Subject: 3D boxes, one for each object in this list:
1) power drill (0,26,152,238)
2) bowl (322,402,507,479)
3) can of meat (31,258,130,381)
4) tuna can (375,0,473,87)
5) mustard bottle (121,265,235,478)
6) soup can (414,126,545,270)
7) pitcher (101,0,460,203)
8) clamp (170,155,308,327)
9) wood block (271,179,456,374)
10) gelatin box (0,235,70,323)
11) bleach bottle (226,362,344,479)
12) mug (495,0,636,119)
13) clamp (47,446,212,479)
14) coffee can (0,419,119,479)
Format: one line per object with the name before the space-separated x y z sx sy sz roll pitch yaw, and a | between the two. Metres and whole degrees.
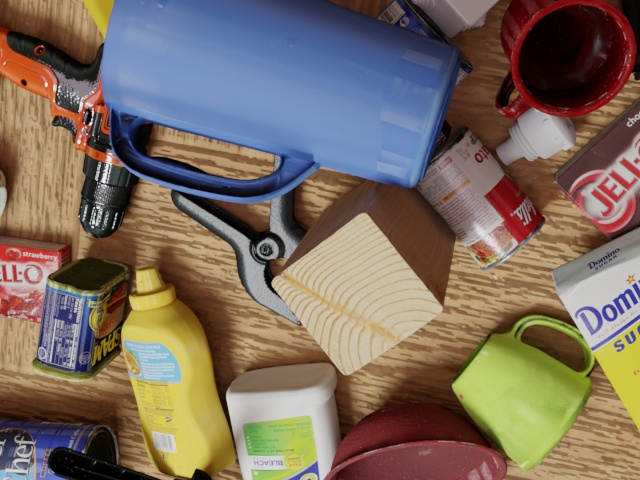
power drill | -0.239 -0.110 0.937 0.187 0.057 0.184 17 103 3
bowl | 0.078 0.186 0.930 0.162 0.055 0.162 -4 146 -3
can of meat | -0.212 0.067 0.954 0.057 0.102 0.084 13 104 7
tuna can | 0.082 -0.155 0.849 0.086 0.086 0.034 45 105 -3
mustard bottle | -0.136 0.116 0.967 0.096 0.058 0.191 0 107 46
soup can | 0.127 -0.035 0.882 0.069 0.068 0.102 -39 94 17
pitcher | -0.031 -0.112 0.779 0.243 0.144 0.149 18 128 6
clamp | -0.056 0.001 0.941 0.120 0.039 0.171 -14 102 20
wood block | 0.041 0.013 0.838 0.090 0.206 0.091 -37 96 17
gelatin box | -0.280 0.036 0.995 0.089 0.030 0.073 8 106 8
bleach bottle | -0.014 0.242 0.984 0.103 0.068 0.251 -7 105 15
mug | 0.179 -0.144 0.828 0.093 0.081 0.117 31 113 -17
clamp | -0.133 0.230 0.950 0.165 0.210 0.036 6 65 24
coffee can | -0.273 0.221 1.004 0.140 0.102 0.103 1 105 10
